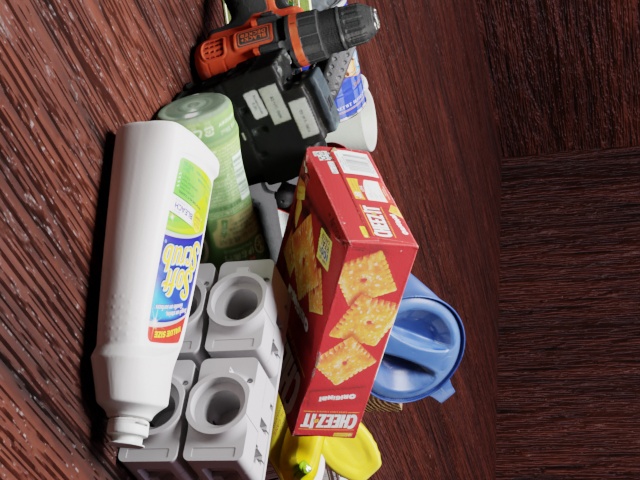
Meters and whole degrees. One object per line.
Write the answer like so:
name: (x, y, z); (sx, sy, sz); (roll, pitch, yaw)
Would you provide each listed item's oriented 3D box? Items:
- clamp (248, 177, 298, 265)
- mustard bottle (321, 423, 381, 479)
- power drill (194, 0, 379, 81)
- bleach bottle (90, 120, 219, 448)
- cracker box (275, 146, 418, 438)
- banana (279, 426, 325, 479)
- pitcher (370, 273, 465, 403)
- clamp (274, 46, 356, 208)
clamp: (-0.058, -0.053, 1.105); (0.171, 0.039, 0.120); (39, 67, -30)
mustard bottle: (0.005, 0.201, 1.214); (0.096, 0.058, 0.192); (47, -3, -16)
power drill: (-0.040, -0.249, 1.060); (0.057, 0.184, 0.187); (60, 21, -58)
bleach bottle: (-0.134, 0.038, 0.842); (0.102, 0.068, 0.251); (48, 43, -64)
cracker box: (0.007, 0.046, 0.967); (0.164, 0.072, 0.214); (-112, -148, -53)
banana: (-0.007, 0.179, 1.029); (0.070, 0.037, 0.197); (-51, -168, 29)
pitcher: (0.075, 0.092, 1.297); (0.243, 0.144, 0.149); (-128, -138, -64)
clamp: (-0.009, -0.159, 1.184); (0.164, 0.036, 0.210); (-96, -153, -56)
